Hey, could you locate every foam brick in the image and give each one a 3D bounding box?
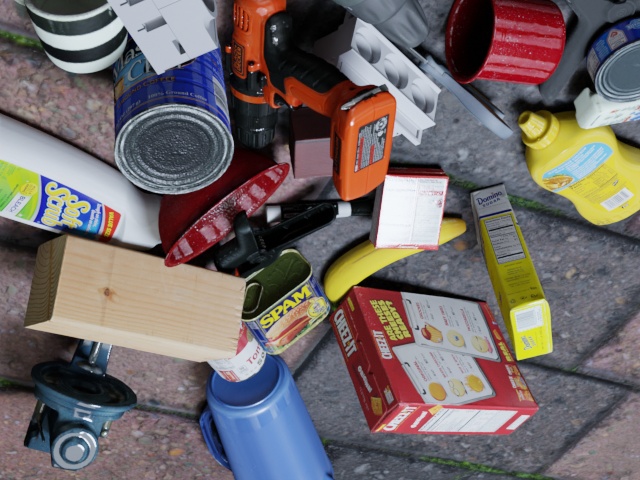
[{"bbox_3d":[0.008,-0.101,1.079,0.078,0.053,0.051,-5,137,-5],"label":"foam brick"}]

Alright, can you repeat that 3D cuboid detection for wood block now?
[{"bbox_3d":[-0.193,0.065,1.130,0.205,0.091,0.090,16,163,-30],"label":"wood block"}]

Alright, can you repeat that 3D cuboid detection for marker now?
[{"bbox_3d":[0.001,-0.032,1.174,0.121,0.020,0.020,-4,137,-8],"label":"marker"}]

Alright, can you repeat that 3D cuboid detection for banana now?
[{"bbox_3d":[0.072,0.018,1.235,0.198,0.037,0.069,-32,153,23],"label":"banana"}]

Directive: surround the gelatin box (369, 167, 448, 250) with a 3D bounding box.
[{"bbox_3d":[0.096,-0.035,1.163,0.073,0.030,0.089,1,111,-13],"label":"gelatin box"}]

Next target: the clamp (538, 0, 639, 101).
[{"bbox_3d":[0.290,-0.227,1.016,0.164,0.036,0.210,-13,141,0],"label":"clamp"}]

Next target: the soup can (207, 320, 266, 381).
[{"bbox_3d":[-0.114,0.116,1.271,0.068,0.068,0.102,-21,137,10],"label":"soup can"}]

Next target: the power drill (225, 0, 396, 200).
[{"bbox_3d":[-0.017,-0.119,0.965,0.057,0.188,0.184,-31,146,-28],"label":"power drill"}]

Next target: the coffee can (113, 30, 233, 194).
[{"bbox_3d":[-0.135,-0.126,0.957,0.102,0.140,0.103,-6,137,-6],"label":"coffee can"}]

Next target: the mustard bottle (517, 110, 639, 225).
[{"bbox_3d":[0.277,-0.088,1.145,0.191,0.058,0.096,28,130,-35],"label":"mustard bottle"}]

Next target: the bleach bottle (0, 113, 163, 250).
[{"bbox_3d":[-0.244,-0.049,1.076,0.250,0.068,0.103,21,130,-33],"label":"bleach bottle"}]

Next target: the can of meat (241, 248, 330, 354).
[{"bbox_3d":[-0.045,0.073,1.233,0.102,0.057,0.084,-37,139,-8],"label":"can of meat"}]

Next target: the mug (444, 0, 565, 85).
[{"bbox_3d":[0.169,-0.185,1.005,0.081,0.093,0.117,3,161,-22],"label":"mug"}]

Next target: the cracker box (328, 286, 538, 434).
[{"bbox_3d":[0.132,0.146,1.261,0.213,0.164,0.072,7,135,-33],"label":"cracker box"}]

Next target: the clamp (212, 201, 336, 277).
[{"bbox_3d":[-0.058,0.001,1.158,0.120,0.039,0.172,-4,162,-23],"label":"clamp"}]

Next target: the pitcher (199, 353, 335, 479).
[{"bbox_3d":[-0.078,0.251,1.391,0.149,0.145,0.243,-22,134,-6],"label":"pitcher"}]

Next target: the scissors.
[{"bbox_3d":[0.117,-0.155,1.021,0.201,0.096,0.016,28,111,-38],"label":"scissors"}]

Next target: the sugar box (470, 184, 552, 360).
[{"bbox_3d":[0.207,0.033,1.171,0.048,0.176,0.093,-16,137,2],"label":"sugar box"}]

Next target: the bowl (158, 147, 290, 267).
[{"bbox_3d":[-0.109,-0.044,1.078,0.162,0.055,0.162,-39,174,-5],"label":"bowl"}]
